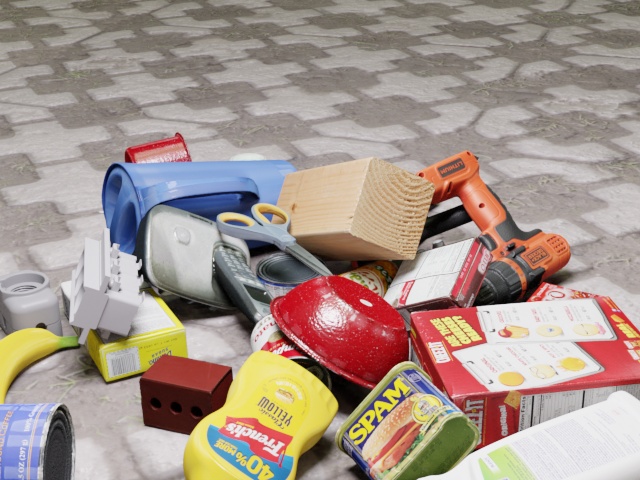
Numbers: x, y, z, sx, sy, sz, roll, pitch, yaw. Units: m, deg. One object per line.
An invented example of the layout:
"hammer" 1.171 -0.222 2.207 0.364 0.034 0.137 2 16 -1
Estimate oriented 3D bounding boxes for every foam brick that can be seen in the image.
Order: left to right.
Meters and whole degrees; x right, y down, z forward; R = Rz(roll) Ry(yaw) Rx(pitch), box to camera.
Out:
"foam brick" -0.127 0.148 1.021 0.078 0.053 0.051 7 26 19

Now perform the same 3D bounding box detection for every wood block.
"wood block" 0.030 -0.032 1.234 0.090 0.091 0.206 22 -11 -26

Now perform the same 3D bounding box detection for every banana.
"banana" -0.315 0.134 1.079 0.070 0.037 0.197 3 25 12

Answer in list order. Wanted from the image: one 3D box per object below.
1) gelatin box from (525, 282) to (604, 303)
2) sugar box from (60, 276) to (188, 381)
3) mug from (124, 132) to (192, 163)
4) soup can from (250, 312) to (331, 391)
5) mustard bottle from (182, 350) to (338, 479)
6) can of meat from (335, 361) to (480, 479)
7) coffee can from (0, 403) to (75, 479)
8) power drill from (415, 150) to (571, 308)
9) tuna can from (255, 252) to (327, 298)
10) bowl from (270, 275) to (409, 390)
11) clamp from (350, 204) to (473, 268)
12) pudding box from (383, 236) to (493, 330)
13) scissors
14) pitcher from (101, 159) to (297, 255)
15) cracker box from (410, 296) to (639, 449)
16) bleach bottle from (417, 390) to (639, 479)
"gelatin box" 0.264 0.082 1.177 0.073 0.030 0.089 13 27 29
"sugar box" -0.218 0.088 1.170 0.093 0.048 0.176 -12 23 -22
"mug" -0.237 -0.101 1.553 0.081 0.093 0.117 -15 -3 -18
"soup can" -0.031 0.121 1.059 0.068 0.068 0.102 -5 24 -9
"mustard bottle" -0.063 0.181 0.915 0.096 0.058 0.191 35 41 3
"can of meat" 0.075 0.169 0.919 0.102 0.057 0.084 -48 38 -1
"coffee can" -0.285 0.186 0.884 0.140 0.103 0.103 0 24 2
"power drill" 0.182 -0.008 1.256 0.184 0.057 0.188 -25 68 -38
"tuna can" -0.034 0.046 1.266 0.086 0.034 0.086 -1 24 0
"bowl" 0.032 0.082 1.065 0.162 0.055 0.162 29 15 -9
"clamp" 0.113 -0.008 1.335 0.171 0.039 0.120 -25 -2 -36
"pudding box" 0.123 0.049 1.155 0.114 0.039 0.090 -16 34 46
"scissors" -0.058 0.001 1.182 0.096 0.016 0.202 -4 24 -14
"pitcher" -0.138 -0.042 1.332 0.242 0.145 0.149 -8 32 -30
"cracker box" 0.208 0.126 1.034 0.213 0.072 0.164 -5 24 -7
"bleach bottle" 0.170 0.199 0.886 0.250 0.068 0.103 -12 27 -17
